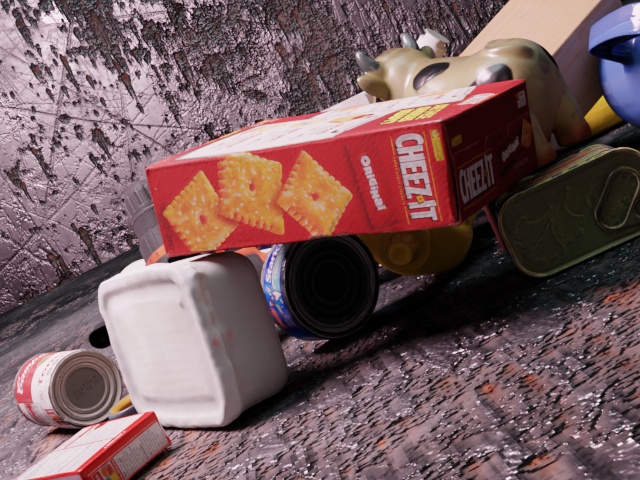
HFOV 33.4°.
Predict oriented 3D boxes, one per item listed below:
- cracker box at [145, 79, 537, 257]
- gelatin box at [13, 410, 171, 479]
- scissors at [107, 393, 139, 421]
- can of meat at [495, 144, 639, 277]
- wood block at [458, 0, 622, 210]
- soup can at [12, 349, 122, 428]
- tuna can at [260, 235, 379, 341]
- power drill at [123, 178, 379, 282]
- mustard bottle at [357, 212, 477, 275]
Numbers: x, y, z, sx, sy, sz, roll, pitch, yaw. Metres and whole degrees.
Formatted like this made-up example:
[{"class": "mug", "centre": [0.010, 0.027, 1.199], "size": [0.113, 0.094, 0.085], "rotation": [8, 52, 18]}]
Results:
[{"class": "cracker box", "centre": [0.018, -0.048, 0.716], "size": [0.214, 0.072, 0.164], "rotation": [-5, 14, 30]}, {"class": "gelatin box", "centre": [-0.155, 0.152, 0.722], "size": [0.089, 0.030, 0.073], "rotation": [-20, 11, 41]}, {"class": "scissors", "centre": [-0.119, 0.111, 0.925], "size": [0.096, 0.016, 0.201], "rotation": [-25, 8, 15]}, {"class": "can of meat", "centre": [0.168, -0.023, 0.711], "size": [0.102, 0.057, 0.084], "rotation": [-26, 5, 9]}, {"class": "wood block", "centre": [0.179, -0.135, 0.960], "size": [0.206, 0.090, 0.091], "rotation": [-48, 43, -12]}, {"class": "soup can", "centre": [-0.225, 0.132, 0.948], "size": [0.068, 0.068, 0.102], "rotation": [-31, 10, -32]}, {"class": "tuna can", "centre": [0.001, 0.032, 0.791], "size": [0.086, 0.086, 0.034], "rotation": [-31, 10, -29]}, {"class": "power drill", "centre": [-0.056, 0.001, 0.912], "size": [0.187, 0.184, 0.057], "rotation": [-23, -19, -19]}, {"class": "mustard bottle", "centre": [0.075, -0.014, 0.855], "size": [0.191, 0.096, 0.058], "rotation": [-54, -13, -72]}]
